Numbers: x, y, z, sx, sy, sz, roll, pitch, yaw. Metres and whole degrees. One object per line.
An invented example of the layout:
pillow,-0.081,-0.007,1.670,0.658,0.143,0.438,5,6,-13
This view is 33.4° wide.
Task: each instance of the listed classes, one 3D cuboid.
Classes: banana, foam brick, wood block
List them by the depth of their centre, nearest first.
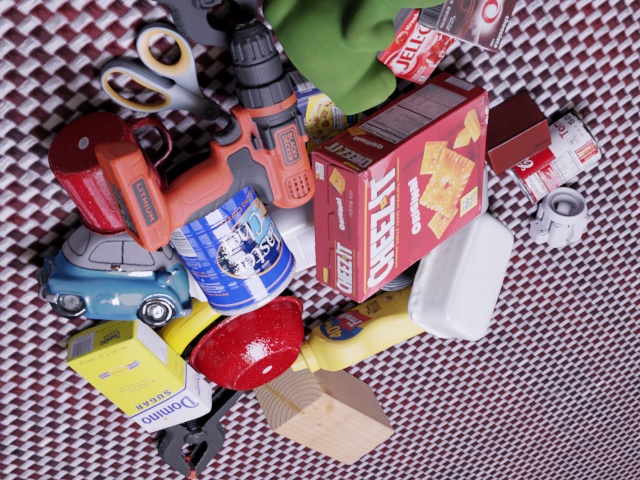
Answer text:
foam brick,0.219,-0.123,1.231,0.078,0.051,0.053,-29,145,1
banana,-0.135,0.086,1.269,0.198,0.037,0.069,-41,161,19
wood block,0.005,0.232,1.484,0.090,0.091,0.205,-38,143,12

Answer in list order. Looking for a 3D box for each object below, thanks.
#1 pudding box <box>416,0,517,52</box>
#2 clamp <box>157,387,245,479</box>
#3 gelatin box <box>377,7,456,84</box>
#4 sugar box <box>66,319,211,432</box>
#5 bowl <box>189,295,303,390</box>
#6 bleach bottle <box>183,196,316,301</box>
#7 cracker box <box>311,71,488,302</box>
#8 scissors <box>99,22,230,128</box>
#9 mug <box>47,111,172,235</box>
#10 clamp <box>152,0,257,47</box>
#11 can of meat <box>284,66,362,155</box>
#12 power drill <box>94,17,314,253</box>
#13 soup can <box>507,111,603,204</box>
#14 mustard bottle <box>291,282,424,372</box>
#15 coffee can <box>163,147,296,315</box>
pudding box,0.151,-0.247,1.023,0.089,0.039,0.113,9,109,-39
clamp,-0.181,0.251,1.432,0.164,0.036,0.210,-5,135,-25
gelatin box,0.097,-0.205,1.072,0.073,0.030,0.089,11,128,-40
sugar box,-0.210,0.160,1.260,0.093,0.048,0.176,-20,134,17
bowl,-0.079,0.138,1.320,0.162,0.055,0.162,-27,156,-13
bleach bottle,-0.058,0.001,1.194,0.251,0.068,0.102,-23,140,-3
cracker box,0.088,-0.057,1.118,0.213,0.072,0.164,-35,137,-36
scissors,-0.104,-0.141,0.996,0.201,0.016,0.096,13,120,-25
mug,-0.192,-0.072,1.000,0.117,0.093,0.081,-35,139,-8
clamp,-0.113,-0.215,0.917,0.120,0.039,0.171,-28,144,2
can of meat,-0.006,-0.133,1.071,0.083,0.057,0.102,-17,143,-19
power drill,-0.101,-0.086,0.953,0.187,0.057,0.184,-26,119,-19
soup can,0.279,-0.099,1.285,0.102,0.068,0.068,-35,143,8
mustard bottle,0.048,0.120,1.378,0.191,0.096,0.058,-26,112,-2
coffee can,-0.099,-0.009,1.081,0.103,0.103,0.140,-29,121,0
